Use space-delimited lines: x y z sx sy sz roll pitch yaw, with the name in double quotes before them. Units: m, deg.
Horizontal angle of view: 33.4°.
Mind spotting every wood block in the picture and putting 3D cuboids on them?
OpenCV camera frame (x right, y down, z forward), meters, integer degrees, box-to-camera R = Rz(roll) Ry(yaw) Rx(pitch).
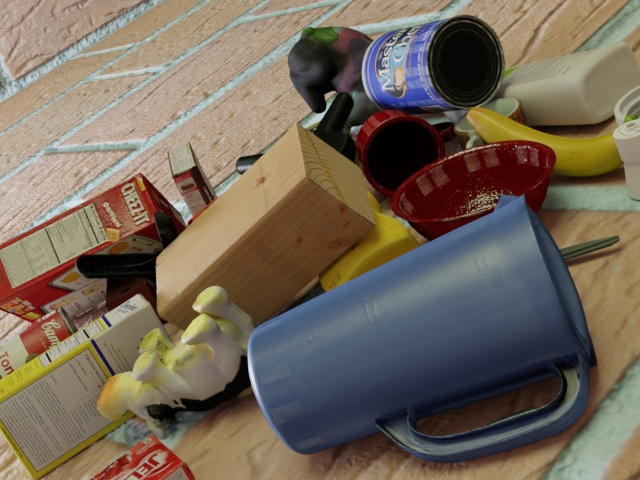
"wood block" -0.057 0.001 1.013 0.206 0.090 0.091 -42 34 23

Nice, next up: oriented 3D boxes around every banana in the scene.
"banana" 0.230 -0.097 1.046 0.037 0.069 0.198 -29 25 -38

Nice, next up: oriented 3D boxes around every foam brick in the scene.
"foam brick" -0.206 0.066 1.195 0.053 0.051 0.078 -27 23 0

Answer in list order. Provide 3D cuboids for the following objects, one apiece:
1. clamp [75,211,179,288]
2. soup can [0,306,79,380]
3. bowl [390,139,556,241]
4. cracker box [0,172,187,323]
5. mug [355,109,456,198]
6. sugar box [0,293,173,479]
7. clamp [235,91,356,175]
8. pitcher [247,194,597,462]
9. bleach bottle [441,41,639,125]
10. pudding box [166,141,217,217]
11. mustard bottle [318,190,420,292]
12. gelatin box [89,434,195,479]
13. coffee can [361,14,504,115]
"clamp" -0.155 0.018 1.115 0.120 0.039 0.171 -26 -25 34
"soup can" -0.309 0.126 1.157 0.102 0.068 0.069 -31 23 -9
"bowl" 0.151 -0.036 1.016 0.162 0.055 0.162 -18 23 8
"cracker box" -0.267 0.016 1.238 0.213 0.072 0.164 -27 -16 1
"mug" 0.096 -0.106 1.192 0.117 0.093 0.081 -25 18 0
"sugar box" -0.220 0.137 1.009 0.176 0.093 0.048 -33 24 -16
"clamp" -0.004 -0.104 1.218 0.164 0.036 0.210 -37 26 -6
"pitcher" 0.074 0.080 0.791 0.243 0.145 0.149 -24 11 16
"bleach bottle" 0.232 -0.169 1.216 0.102 0.068 0.251 -35 21 -29
"pudding box" -0.163 -0.070 1.388 0.039 0.090 0.113 -27 23 -3
"mustard bottle" 0.021 -0.008 1.059 0.096 0.058 0.192 -42 34 1
"gelatin box" -0.154 0.204 0.873 0.089 0.030 0.073 -36 25 -19
"coffee can" 0.125 -0.194 1.205 0.102 0.103 0.140 -36 18 -21
